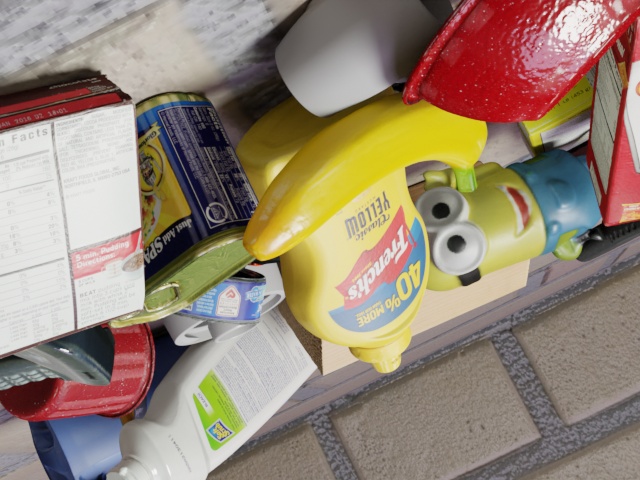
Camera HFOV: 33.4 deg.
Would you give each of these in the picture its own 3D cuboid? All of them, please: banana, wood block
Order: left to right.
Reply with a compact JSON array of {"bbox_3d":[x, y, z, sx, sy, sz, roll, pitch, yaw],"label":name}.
[{"bbox_3d":[0.036,-0.041,0.548,0.037,0.070,0.197,14,-160,39],"label":"banana"},{"bbox_3d":[0.071,0.021,0.919,0.205,0.090,0.091,-22,139,-17],"label":"wood block"}]

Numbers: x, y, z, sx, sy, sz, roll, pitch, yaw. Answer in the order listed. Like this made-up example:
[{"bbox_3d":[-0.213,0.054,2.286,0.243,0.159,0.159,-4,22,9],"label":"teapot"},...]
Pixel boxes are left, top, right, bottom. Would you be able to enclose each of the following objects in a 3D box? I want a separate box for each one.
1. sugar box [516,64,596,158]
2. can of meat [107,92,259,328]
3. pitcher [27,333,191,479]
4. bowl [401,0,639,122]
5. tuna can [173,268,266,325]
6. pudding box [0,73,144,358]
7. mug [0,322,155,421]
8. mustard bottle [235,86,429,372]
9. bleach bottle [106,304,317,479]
[{"bbox_3d":[0.198,-0.104,0.827,0.093,0.048,0.176,-27,171,10],"label":"sugar box"},{"bbox_3d":[-0.081,-0.015,0.548,0.102,0.084,0.057,-34,165,34],"label":"can of meat"},{"bbox_3d":[-0.146,0.160,1.013,0.242,0.149,0.145,-23,168,-26],"label":"pitcher"},{"bbox_3d":[0.111,-0.107,0.491,0.162,0.055,0.162,-46,174,-7],"label":"bowl"},{"bbox_3d":[-0.082,0.035,0.766,0.086,0.034,0.086,11,-176,-1],"label":"tuna can"},{"bbox_3d":[-0.125,-0.009,0.467,0.089,0.039,0.113,-18,125,-29],"label":"pudding box"},{"bbox_3d":[-0.173,0.073,0.750,0.081,0.093,0.117,2,119,-56],"label":"mug"},{"bbox_3d":[0.019,0.005,0.626,0.096,0.058,0.191,-38,130,-26],"label":"mustard bottle"},{"bbox_3d":[-0.093,0.128,0.904,0.068,0.102,0.250,-29,-173,41],"label":"bleach bottle"}]
